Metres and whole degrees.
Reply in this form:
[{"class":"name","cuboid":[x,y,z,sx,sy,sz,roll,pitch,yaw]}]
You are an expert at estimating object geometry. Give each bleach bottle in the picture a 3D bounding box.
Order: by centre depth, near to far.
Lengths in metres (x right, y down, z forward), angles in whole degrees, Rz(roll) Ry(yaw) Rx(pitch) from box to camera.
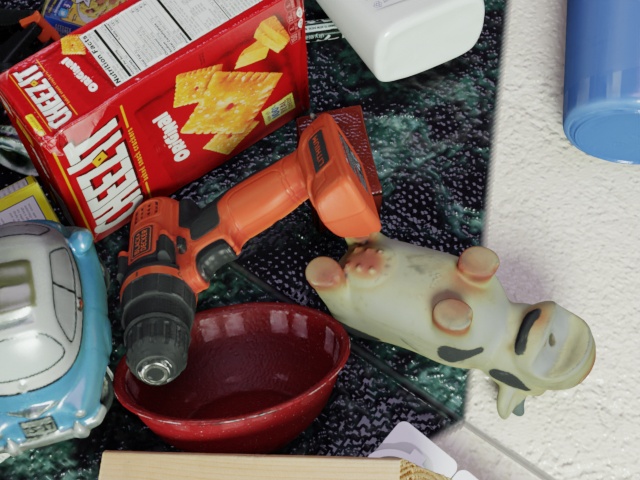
[{"class":"bleach bottle","cuboid":[0.027,-0.243,0.884,0.102,0.068,0.251,-24,58,-14]}]

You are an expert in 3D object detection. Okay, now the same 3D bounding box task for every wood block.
[{"class":"wood block","cuboid":[-0.032,0.182,0.653,0.206,0.090,0.091,-5,69,27]}]

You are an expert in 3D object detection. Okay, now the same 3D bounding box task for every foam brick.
[{"class":"foam brick","cuboid":[0.014,-0.055,0.822,0.053,0.051,0.078,-10,67,-4]}]

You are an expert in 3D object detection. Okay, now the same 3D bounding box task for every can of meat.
[{"class":"can of meat","cuboid":[-0.171,-0.193,0.877,0.084,0.057,0.102,18,67,9]}]

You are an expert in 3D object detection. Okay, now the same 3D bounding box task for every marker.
[{"class":"marker","cuboid":[-0.001,-0.175,0.890,0.121,0.020,0.020,-8,67,-4]}]

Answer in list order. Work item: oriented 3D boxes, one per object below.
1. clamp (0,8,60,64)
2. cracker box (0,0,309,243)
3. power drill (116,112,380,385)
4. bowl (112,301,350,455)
[{"class":"clamp","cuboid":[-0.286,-0.139,0.837,0.171,0.039,0.120,-28,62,7]},{"class":"cracker box","cuboid":[-0.110,-0.105,0.781,0.213,0.164,0.072,-34,69,-14]},{"class":"power drill","cuboid":[-0.055,0.001,0.729,0.188,0.057,0.184,-27,35,11]},{"class":"bowl","cuboid":[-0.056,0.101,0.727,0.162,0.055,0.162,-8,22,3]}]
